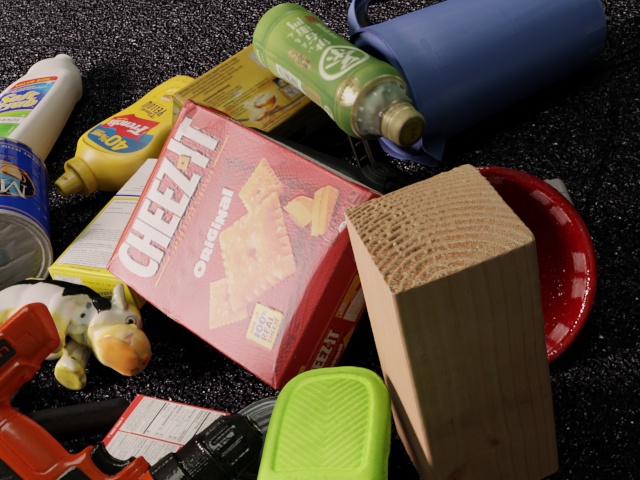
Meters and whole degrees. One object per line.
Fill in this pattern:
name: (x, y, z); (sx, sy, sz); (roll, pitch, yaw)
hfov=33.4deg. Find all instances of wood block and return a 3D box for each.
wood block: (0.088, 0.069, 0.686); (0.090, 0.206, 0.091); (-21, 38, -7)

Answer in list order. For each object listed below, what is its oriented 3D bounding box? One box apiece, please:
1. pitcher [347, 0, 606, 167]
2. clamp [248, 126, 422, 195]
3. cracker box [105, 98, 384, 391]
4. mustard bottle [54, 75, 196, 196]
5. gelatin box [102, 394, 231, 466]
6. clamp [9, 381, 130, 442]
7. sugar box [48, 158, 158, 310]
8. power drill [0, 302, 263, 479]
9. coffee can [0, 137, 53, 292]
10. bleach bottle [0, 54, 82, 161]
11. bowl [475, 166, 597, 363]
pitcher: (0.151, -0.193, 1.052); (0.242, 0.149, 0.145); (-26, 37, -18)
clamp: (0.050, -0.054, 0.953); (0.210, 0.036, 0.164); (37, 35, 21)
cracker box: (-0.056, 0.001, 0.850); (0.214, 0.072, 0.164); (30, 95, 35)
mustard bottle: (-0.196, -0.103, 1.124); (0.191, 0.058, 0.096); (-37, 47, -25)
gelatin box: (-0.116, 0.156, 0.792); (0.089, 0.030, 0.073); (7, 41, 26)
clamp: (-0.242, 0.141, 0.808); (0.120, 0.039, 0.171); (4, 10, 38)
sugar box: (-0.166, -0.009, 1.007); (0.093, 0.048, 0.176); (6, 39, 29)
power drill: (-0.157, 0.134, 0.716); (0.184, 0.057, 0.188); (-41, 83, -9)
coffee can: (-0.311, -0.021, 1.025); (0.103, 0.103, 0.140); (-18, 37, -3)
bleach bottle: (-0.341, -0.141, 1.222); (0.103, 0.068, 0.250); (-4, 36, 13)
bowl: (0.123, 0.024, 0.806); (0.162, 0.162, 0.055); (-14, 5, 2)
